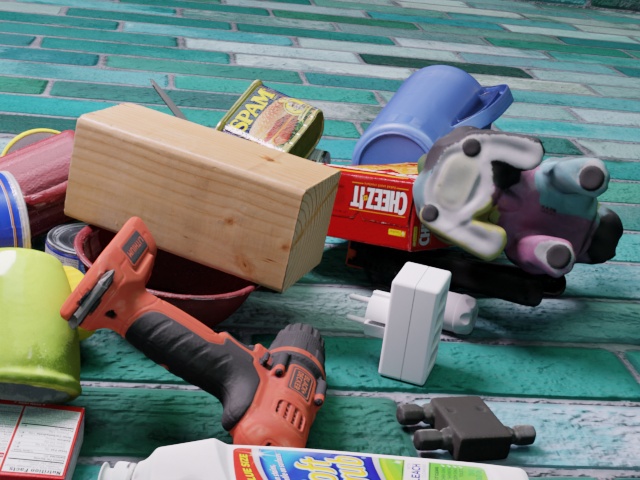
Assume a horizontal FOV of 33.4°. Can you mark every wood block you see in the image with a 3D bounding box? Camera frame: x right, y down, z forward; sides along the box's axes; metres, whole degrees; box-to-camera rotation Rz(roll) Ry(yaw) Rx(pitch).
[{"bbox_3d":[-0.100,-0.041,0.900,0.206,0.090,0.090,19,20,15],"label":"wood block"}]

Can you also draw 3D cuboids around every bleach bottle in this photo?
[{"bbox_3d":[-0.006,0.162,0.617,0.251,0.068,0.102,6,21,4],"label":"bleach bottle"}]

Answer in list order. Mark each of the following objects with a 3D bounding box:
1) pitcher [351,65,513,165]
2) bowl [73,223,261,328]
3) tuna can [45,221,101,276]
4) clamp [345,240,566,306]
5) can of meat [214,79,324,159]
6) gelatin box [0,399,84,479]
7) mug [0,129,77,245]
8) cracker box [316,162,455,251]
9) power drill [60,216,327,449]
[{"bbox_3d":[0.130,-0.125,1.287,0.145,0.149,0.242,26,28,8],"label":"pitcher"},{"bbox_3d":[-0.128,0.035,0.894,0.162,0.055,0.162,12,21,-5],"label":"bowl"},{"bbox_3d":[-0.206,0.012,0.967,0.086,0.034,0.086,6,21,-3],"label":"tuna can"},{"bbox_3d":[0.122,0.028,0.993,0.210,0.036,0.164,10,3,13],"label":"clamp"},{"bbox_3d":[-0.055,-0.114,1.150,0.084,0.057,0.102,25,55,16],"label":"can of meat"},{"bbox_3d":[-0.191,0.135,0.669,0.073,0.030,0.089,6,21,-6],"label":"gelatin box"},{"bbox_3d":[-0.251,-0.051,0.992,0.081,0.093,0.117,-24,14,-10],"label":"mug"},{"bbox_3d":[0.081,-0.039,1.059,0.164,0.072,0.213,10,8,36],"label":"cracker box"},{"bbox_3d":[-0.076,0.064,0.745,0.187,0.057,0.184,36,17,-6],"label":"power drill"}]
